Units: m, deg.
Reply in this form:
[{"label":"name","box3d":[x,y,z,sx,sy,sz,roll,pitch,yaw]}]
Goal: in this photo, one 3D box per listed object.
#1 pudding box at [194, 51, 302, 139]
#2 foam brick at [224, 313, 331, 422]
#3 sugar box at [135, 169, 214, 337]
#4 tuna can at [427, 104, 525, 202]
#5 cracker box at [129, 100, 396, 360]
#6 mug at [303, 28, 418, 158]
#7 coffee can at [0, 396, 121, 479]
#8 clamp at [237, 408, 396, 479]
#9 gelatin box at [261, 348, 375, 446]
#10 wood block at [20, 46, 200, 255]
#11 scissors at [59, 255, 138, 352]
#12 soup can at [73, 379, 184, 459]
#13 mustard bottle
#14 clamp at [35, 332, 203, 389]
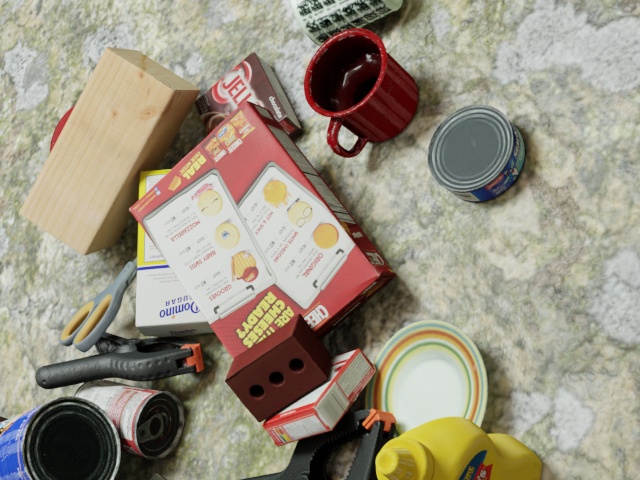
[{"label":"pudding box","box3d":[-0.079,-0.135,1.152,0.090,0.039,0.113,-39,54,16]},{"label":"foam brick","box3d":[-0.036,0.113,0.948,0.078,0.053,0.051,-35,10,14]},{"label":"sugar box","box3d":[-0.142,0.011,1.115,0.093,0.048,0.176,-4,69,5]},{"label":"tuna can","box3d":[0.143,-0.079,0.978,0.086,0.033,0.086,-14,64,30]},{"label":"cracker box","box3d":[-0.057,0.001,1.021,0.164,0.072,0.214,-41,76,15]},{"label":"mug","box3d":[0.040,-0.136,1.042,0.093,0.081,0.117,11,78,37]},{"label":"coffee can","box3d":[-0.276,0.217,1.053,0.141,0.102,0.103,-26,57,46]},{"label":"clamp","box3d":[-0.014,0.222,0.957,0.165,0.036,0.210,44,105,38]},{"label":"gelatin box","box3d":[-0.001,0.140,0.952,0.073,0.030,0.089,-26,15,43]},{"label":"wood block","box3d":[-0.228,-0.097,1.162,0.090,0.090,0.206,32,103,7]},{"label":"scissors","box3d":[-0.221,0.045,1.155,0.096,0.016,0.201,-22,31,41]},{"label":"soup can","box3d":[-0.199,0.180,1.090,0.102,0.068,0.068,5,74,37]},{"label":"mustard bottle","box3d":[0.096,0.181,0.804,0.096,0.191,0.058,-53,52,5]},{"label":"clamp","box3d":[-0.204,0.125,1.096,0.172,0.120,0.039,-4,110,33]}]
